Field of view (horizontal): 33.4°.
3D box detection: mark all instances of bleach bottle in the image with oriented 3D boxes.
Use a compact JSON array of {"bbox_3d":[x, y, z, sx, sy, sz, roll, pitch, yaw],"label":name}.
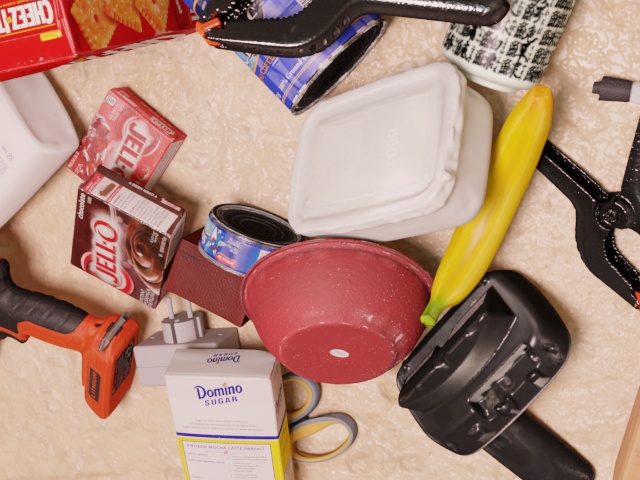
[{"bbox_3d":[-0.327,-0.050,0.978,0.251,0.067,0.102,-38,78,31],"label":"bleach bottle"}]

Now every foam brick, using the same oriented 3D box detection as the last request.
[{"bbox_3d":[-0.085,0.030,0.922,0.078,0.051,0.053,26,110,12],"label":"foam brick"}]

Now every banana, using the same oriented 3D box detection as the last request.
[{"bbox_3d":[0.130,-0.026,0.802,0.037,0.069,0.198,23,107,2],"label":"banana"}]

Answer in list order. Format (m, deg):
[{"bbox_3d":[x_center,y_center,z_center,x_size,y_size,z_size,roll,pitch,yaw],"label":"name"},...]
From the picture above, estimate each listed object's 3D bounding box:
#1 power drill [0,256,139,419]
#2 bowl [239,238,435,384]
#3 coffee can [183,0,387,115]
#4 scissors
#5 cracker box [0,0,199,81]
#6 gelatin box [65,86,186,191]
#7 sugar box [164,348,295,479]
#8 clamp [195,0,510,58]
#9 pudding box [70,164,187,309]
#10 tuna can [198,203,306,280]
[{"bbox_3d":[-0.265,0.092,0.984,0.188,0.057,0.185,23,135,6],"label":"power drill"},{"bbox_3d":[0.014,0.068,0.845,0.162,0.055,0.162,2,142,1],"label":"bowl"},{"bbox_3d":[-0.033,-0.181,0.821,0.140,0.102,0.103,46,114,4],"label":"coffee can"},{"bbox_3d":[-0.064,0.177,0.970,0.202,0.016,0.096,-17,100,22],"label":"scissors"},{"bbox_3d":[-0.208,-0.169,0.827,0.164,0.213,0.072,-8,103,22],"label":"cracker box"},{"bbox_3d":[-0.171,-0.079,0.937,0.073,0.030,0.089,39,113,7],"label":"gelatin box"},{"bbox_3d":[-0.074,0.175,0.925,0.093,0.048,0.176,1,118,10],"label":"sugar box"},{"bbox_3d":[0.008,-0.197,0.747,0.210,0.036,0.164,-18,79,7],"label":"clamp"},{"bbox_3d":[-0.167,-0.001,0.923,0.090,0.039,0.114,27,138,5],"label":"pudding box"},{"bbox_3d":[-0.056,0.001,0.885,0.086,0.086,0.034,24,109,13],"label":"tuna can"}]
